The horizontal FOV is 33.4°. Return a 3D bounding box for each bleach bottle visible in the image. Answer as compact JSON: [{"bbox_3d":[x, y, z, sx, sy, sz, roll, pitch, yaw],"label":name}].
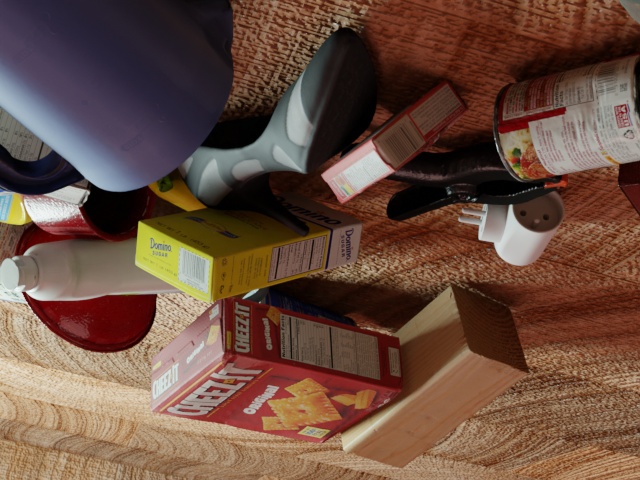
[{"bbox_3d":[-0.171,0.023,0.983,0.103,0.068,0.250,-6,178,42],"label":"bleach bottle"}]

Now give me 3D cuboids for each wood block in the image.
[{"bbox_3d":[0.115,0.151,1.157,0.090,0.091,0.206,22,130,-31],"label":"wood block"}]

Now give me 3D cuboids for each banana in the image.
[{"bbox_3d":[-0.100,-0.030,0.958,0.037,0.070,0.197,-41,146,14],"label":"banana"}]

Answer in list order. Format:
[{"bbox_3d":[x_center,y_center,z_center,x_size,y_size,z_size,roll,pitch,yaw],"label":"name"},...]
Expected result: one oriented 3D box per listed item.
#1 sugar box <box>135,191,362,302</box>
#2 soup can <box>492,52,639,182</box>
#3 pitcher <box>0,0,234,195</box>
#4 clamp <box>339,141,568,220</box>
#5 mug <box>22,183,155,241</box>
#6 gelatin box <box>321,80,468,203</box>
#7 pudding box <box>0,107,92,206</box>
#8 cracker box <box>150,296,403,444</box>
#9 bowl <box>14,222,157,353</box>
[{"bbox_3d":[-0.056,0.001,0.889,0.093,0.048,0.175,24,-152,36],"label":"sugar box"},{"bbox_3d":[0.173,-0.079,0.692,0.102,0.068,0.068,-9,151,40],"label":"soup can"},{"bbox_3d":[-0.178,-0.134,0.628,0.145,0.149,0.242,0,153,37],"label":"pitcher"},{"bbox_3d":[0.110,-0.046,0.847,0.172,0.039,0.120,2,166,16],"label":"clamp"},{"bbox_3d":[-0.197,-0.045,0.941,0.082,0.093,0.117,0,180,37],"label":"mug"},{"bbox_3d":[0.053,-0.069,0.752,0.030,0.089,0.073,53,147,-5],"label":"gelatin box"},{"bbox_3d":[-0.226,-0.087,0.832,0.113,0.090,0.039,17,157,-17],"label":"pudding box"},{"bbox_3d":[-0.046,0.142,1.110,0.213,0.072,0.164,16,143,-29],"label":"cracker box"},{"bbox_3d":[-0.219,0.029,1.063,0.161,0.162,0.055,24,132,-32],"label":"bowl"}]
